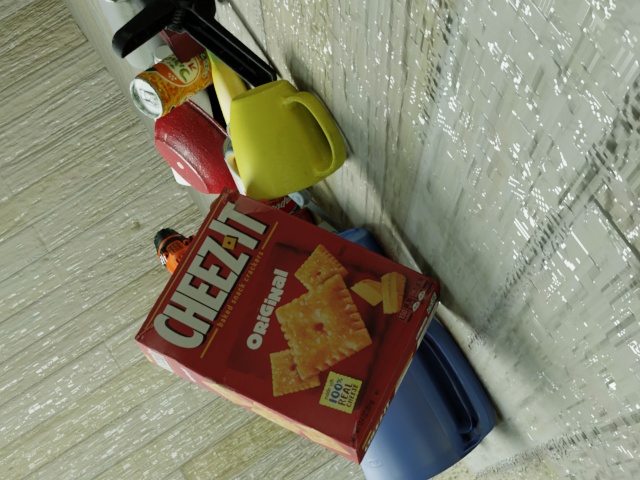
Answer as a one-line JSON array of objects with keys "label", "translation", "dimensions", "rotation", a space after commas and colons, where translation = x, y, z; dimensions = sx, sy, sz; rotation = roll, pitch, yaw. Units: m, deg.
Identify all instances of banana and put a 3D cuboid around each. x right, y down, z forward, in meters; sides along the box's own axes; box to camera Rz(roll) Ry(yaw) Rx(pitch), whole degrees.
[{"label": "banana", "translation": [-0.093, -0.149, 1.259], "dimensions": [0.198, 0.037, 0.069], "rotation": [74, -177, -58]}]

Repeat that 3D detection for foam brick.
[{"label": "foam brick", "translation": [-0.160, -0.250, 1.204], "dimensions": [0.078, 0.051, 0.053], "rotation": [53, 172, 27]}]

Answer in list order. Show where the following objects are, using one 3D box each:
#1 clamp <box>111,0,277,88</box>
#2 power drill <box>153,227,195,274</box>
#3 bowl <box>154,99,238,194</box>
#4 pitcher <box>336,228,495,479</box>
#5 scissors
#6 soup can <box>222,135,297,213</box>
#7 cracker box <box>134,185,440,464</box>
[{"label": "clamp", "translation": [-0.146, -0.221, 1.031], "dimensions": [0.036, 0.164, 0.210], "rotation": [-57, 45, 31]}, {"label": "power drill", "translation": [-0.150, -0.014, 1.559], "dimensions": [0.057, 0.187, 0.185], "rotation": [60, 171, -28]}, {"label": "bowl", "translation": [-0.153, -0.109, 1.316], "dimensions": [0.162, 0.055, 0.162], "rotation": [41, 166, 12]}, {"label": "pitcher", "translation": [0.061, 0.112, 1.046], "dimensions": [0.243, 0.149, 0.145], "rotation": [62, -173, -5]}, {"label": "scissors", "translation": [-0.033, -0.047, 1.141], "dimensions": [0.201, 0.016, 0.096], "rotation": [49, 151, -6]}, {"label": "soup can", "translation": [-0.067, -0.080, 1.237], "dimensions": [0.069, 0.068, 0.102], "rotation": [52, 170, 37]}, {"label": "cracker box", "translation": [-0.026, 0.069, 0.919], "dimensions": [0.214, 0.164, 0.072], "rotation": [24, 161, 13]}]
